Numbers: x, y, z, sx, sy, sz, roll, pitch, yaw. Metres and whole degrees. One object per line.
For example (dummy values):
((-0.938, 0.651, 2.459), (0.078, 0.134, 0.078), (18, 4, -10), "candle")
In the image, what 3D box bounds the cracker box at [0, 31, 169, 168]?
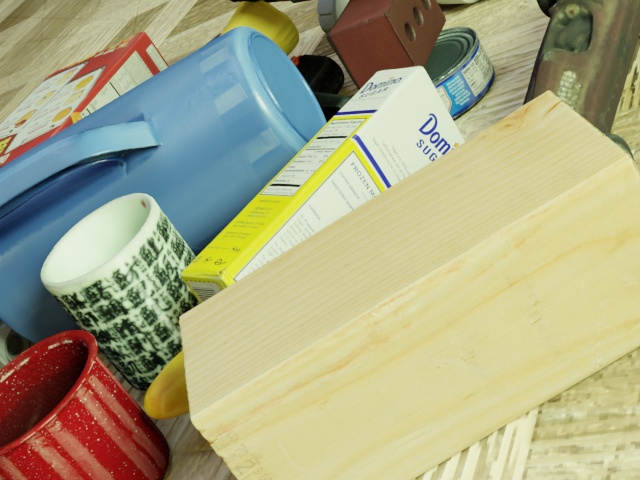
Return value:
((-0.268, -0.115, 1.119), (0.164, 0.072, 0.213), (-14, 33, 36), "cracker box")

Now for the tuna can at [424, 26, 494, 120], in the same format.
((0.079, -0.113, 0.757), (0.086, 0.033, 0.086), (-27, 27, 15), "tuna can")

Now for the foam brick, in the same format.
((0.048, -0.150, 0.755), (0.051, 0.053, 0.078), (-15, 33, 34), "foam brick")

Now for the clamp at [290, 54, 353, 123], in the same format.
((-0.034, -0.092, 0.849), (0.165, 0.036, 0.210), (-33, 22, 17), "clamp")

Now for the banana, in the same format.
((-0.034, 0.029, 0.616), (0.037, 0.069, 0.197), (19, 64, 32), "banana")

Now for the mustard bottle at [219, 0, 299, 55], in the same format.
((-0.096, -0.115, 0.904), (0.191, 0.058, 0.096), (-53, 3, -2), "mustard bottle")

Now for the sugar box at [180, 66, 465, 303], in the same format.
((0.014, -0.007, 0.588), (0.048, 0.093, 0.176), (2, 43, 50), "sugar box")

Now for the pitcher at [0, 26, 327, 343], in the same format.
((-0.122, -0.039, 0.712), (0.243, 0.145, 0.149), (-30, 26, 18), "pitcher")

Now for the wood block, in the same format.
((0.048, 0.034, 0.484), (0.206, 0.090, 0.091), (-31, 26, 5), "wood block")

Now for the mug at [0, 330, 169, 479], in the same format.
((-0.137, 0.104, 0.587), (0.093, 0.081, 0.117), (-29, 27, 11), "mug")
